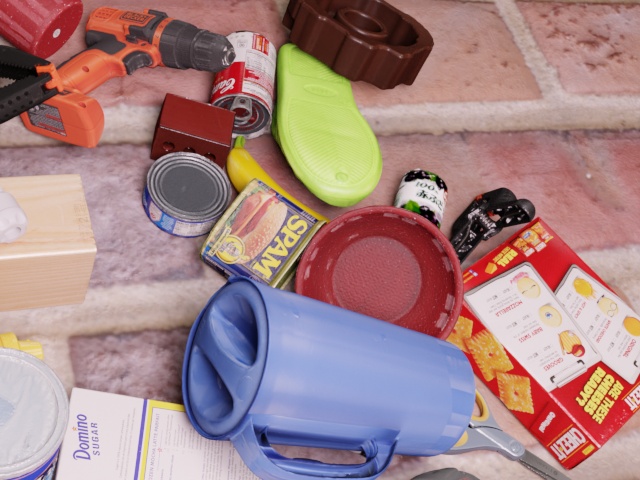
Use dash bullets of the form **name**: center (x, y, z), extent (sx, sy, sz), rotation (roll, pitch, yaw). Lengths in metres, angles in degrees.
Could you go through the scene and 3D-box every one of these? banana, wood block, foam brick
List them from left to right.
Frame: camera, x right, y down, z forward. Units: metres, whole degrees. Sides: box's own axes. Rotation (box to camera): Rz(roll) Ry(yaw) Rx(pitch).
- **wood block**: center (-0.311, 0.006, 0.933), extent (0.205, 0.091, 0.090), rotation (-5, 58, -24)
- **foam brick**: center (-0.133, -0.110, 1.109), extent (0.078, 0.053, 0.051), rotation (14, 52, -11)
- **banana**: center (-0.032, -0.038, 1.107), extent (0.198, 0.037, 0.069), rotation (42, 52, 11)

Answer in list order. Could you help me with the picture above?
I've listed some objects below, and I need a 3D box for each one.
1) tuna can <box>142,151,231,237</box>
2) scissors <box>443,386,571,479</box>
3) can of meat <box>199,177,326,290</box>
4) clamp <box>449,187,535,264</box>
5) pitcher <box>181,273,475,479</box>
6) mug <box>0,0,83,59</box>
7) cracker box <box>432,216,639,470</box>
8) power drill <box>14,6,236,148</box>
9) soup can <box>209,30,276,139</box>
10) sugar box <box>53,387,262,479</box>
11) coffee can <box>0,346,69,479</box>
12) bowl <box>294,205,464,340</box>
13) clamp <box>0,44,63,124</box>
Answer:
- **tuna can**: center (-0.135, -0.045, 1.074), extent (0.086, 0.034, 0.086), rotation (10, 53, -14)
- **scissors**: center (0.168, 0.207, 1.023), extent (0.202, 0.016, 0.096), rotation (45, 54, 13)
- **can of meat**: center (-0.057, 0.001, 1.043), extent (0.084, 0.057, 0.102), rotation (35, 75, 8)
- **clamp**: center (0.180, -0.024, 1.122), extent (0.039, 0.120, 0.171), rotation (56, 25, -11)
- **pitcher**: center (0.015, 0.128, 0.912), extent (0.242, 0.145, 0.149), rotation (16, 88, -33)
- **mug**: center (-0.297, -0.251, 1.112), extent (0.081, 0.117, 0.093), rotation (39, 22, 2)
- **cracker box**: center (0.236, 0.101, 1.090), extent (0.163, 0.072, 0.214), rotation (-32, 73, -35)
- **power drill**: center (-0.203, -0.169, 1.087), extent (0.185, 0.057, 0.187), rotation (16, 45, 28)
- **soup can**: center (-0.084, -0.170, 1.162), extent (0.068, 0.069, 0.102), rotation (12, 52, -13)
- **sugar box**: center (-0.132, 0.186, 0.903), extent (0.176, 0.048, 0.093), rotation (11, 51, -11)
- **coffee can**: center (-0.252, 0.159, 0.814), extent (0.102, 0.140, 0.103), rotation (10, 53, -14)
- **bowl**: center (0.056, 0.043, 1.040), extent (0.162, 0.162, 0.055), rotation (25, 7, -3)
- **clamp**: center (-0.351, -0.135, 1.012), extent (0.210, 0.036, 0.164), rotation (0, 57, 10)
